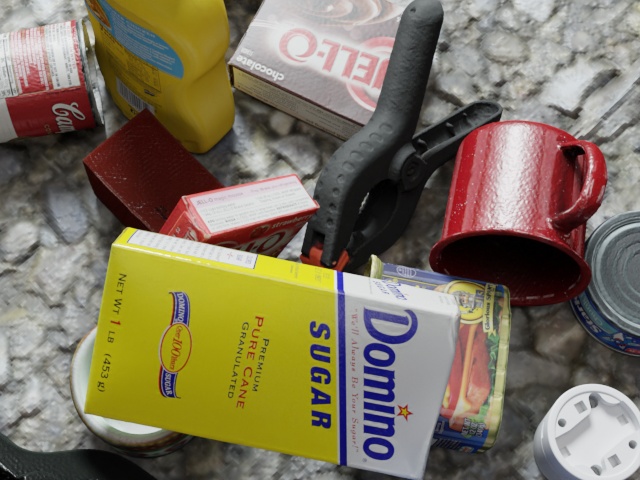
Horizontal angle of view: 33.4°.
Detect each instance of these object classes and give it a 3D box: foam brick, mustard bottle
[{"bbox_3d":[-0.097,-0.029,0.647,0.053,0.051,0.078,-40,75,-16],"label":"foam brick"},{"bbox_3d":[-0.095,-0.127,0.611,0.096,0.192,0.058,41,71,13],"label":"mustard bottle"}]

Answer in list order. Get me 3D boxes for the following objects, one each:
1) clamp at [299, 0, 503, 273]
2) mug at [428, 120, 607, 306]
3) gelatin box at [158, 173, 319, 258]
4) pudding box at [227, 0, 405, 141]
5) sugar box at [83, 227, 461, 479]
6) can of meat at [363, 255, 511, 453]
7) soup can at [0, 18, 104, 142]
[{"bbox_3d":[0.042,-0.057,0.638,0.039,0.120,0.171,20,65,45],"label":"clamp"},{"bbox_3d":[0.122,-0.021,0.623,0.093,0.117,0.081,23,61,-19],"label":"mug"},{"bbox_3d":[-0.054,0.001,0.606,0.089,0.073,0.030,-17,66,-45],"label":"gelatin box"},{"bbox_3d":[0.009,-0.120,0.695,0.113,0.039,0.090,24,69,7],"label":"pudding box"},{"bbox_3d":[-0.024,0.058,0.543,0.176,0.048,0.093,12,103,0],"label":"sugar box"},{"bbox_3d":[0.061,0.067,0.614,0.084,0.057,0.102,11,68,-2],"label":"can of meat"},{"bbox_3d":[-0.191,-0.096,0.660,0.102,0.068,0.068,-11,69,-7],"label":"soup can"}]
